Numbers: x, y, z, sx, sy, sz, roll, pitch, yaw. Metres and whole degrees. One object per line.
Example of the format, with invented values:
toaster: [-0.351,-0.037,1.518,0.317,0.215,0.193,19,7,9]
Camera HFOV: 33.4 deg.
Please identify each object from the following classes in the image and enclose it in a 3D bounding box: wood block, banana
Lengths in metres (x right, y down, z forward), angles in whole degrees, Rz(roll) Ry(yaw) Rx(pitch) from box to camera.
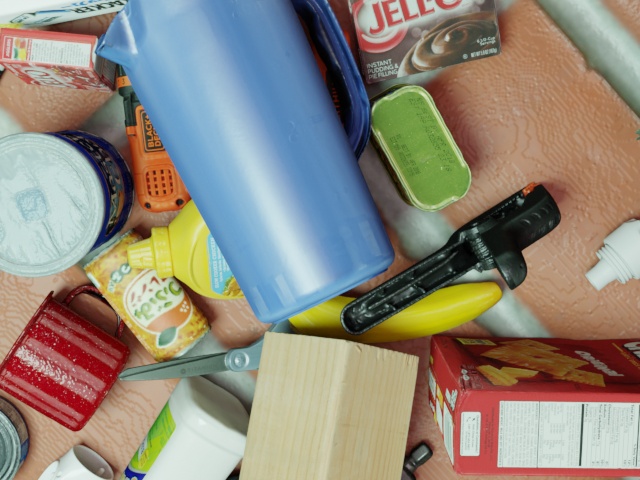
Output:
wood block: [0.000,0.179,0.808,0.090,0.090,0.206,18,78,-44]
banana: [0.050,0.056,0.864,0.197,0.070,0.037,4,53,-21]

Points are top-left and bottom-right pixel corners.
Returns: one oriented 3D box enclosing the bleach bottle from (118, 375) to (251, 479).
bleach bottle: [-0.150,0.233,0.867,0.068,0.103,0.251,33,95,-18]

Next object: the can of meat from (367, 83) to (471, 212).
can of meat: [0.075,-0.073,0.842,0.057,0.084,0.102,-29,96,3]

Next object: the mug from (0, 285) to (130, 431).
mug: [-0.202,0.091,0.865,0.081,0.093,0.117,33,61,-9]

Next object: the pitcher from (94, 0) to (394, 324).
pitcher: [-0.036,-0.074,0.755,0.149,0.145,0.243,-26,88,10]

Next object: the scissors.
scissors: [-0.057,0.078,0.862,0.201,0.016,0.096,11,85,-22]

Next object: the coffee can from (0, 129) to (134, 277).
coffee can: [-0.204,-0.033,0.816,0.103,0.140,0.103,0,97,-1]

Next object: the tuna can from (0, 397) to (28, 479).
tuna can: [-0.289,0.171,0.893,0.086,0.034,0.086,0,97,-1]

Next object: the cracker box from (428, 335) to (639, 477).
cracker box: [0.198,0.122,0.826,0.213,0.164,0.072,0,99,0]

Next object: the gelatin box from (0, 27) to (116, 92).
gelatin box: [-0.203,-0.138,0.829,0.073,0.089,0.030,6,87,-1]

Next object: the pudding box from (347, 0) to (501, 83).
pudding box: [0.080,-0.181,0.840,0.113,0.039,0.090,-13,116,0]

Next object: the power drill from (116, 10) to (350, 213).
power drill: [-0.067,-0.121,0.851,0.187,0.057,0.184,-6,98,2]

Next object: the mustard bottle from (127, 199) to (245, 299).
mustard bottle: [-0.056,0.001,0.843,0.191,0.058,0.096,-7,129,-8]

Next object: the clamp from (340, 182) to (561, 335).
clamp: [0.116,0.008,0.817,0.165,0.209,0.036,-22,99,37]
